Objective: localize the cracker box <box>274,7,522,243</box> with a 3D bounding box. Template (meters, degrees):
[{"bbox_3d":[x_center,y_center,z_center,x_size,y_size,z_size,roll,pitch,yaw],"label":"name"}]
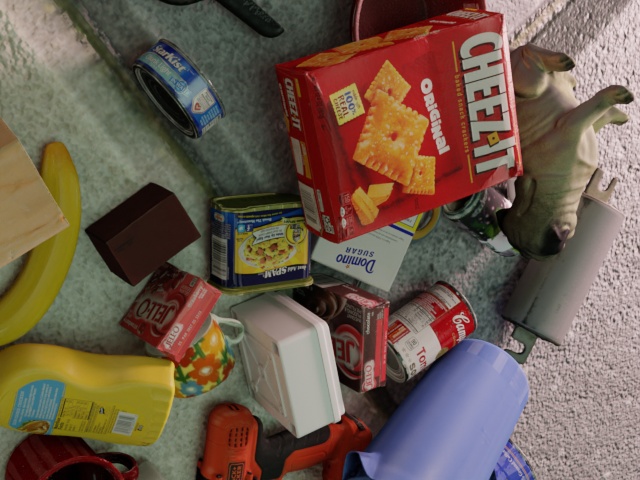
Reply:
[{"bbox_3d":[0.078,-0.109,0.987,0.213,0.072,0.164,-20,114,-21],"label":"cracker box"}]

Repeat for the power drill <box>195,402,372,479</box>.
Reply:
[{"bbox_3d":[-0.041,0.254,1.105,0.187,0.057,0.184,0,105,-33],"label":"power drill"}]

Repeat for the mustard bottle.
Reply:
[{"bbox_3d":[-0.229,0.131,0.926,0.191,0.058,0.096,10,135,-18],"label":"mustard bottle"}]

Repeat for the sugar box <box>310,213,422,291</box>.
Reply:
[{"bbox_3d":[0.059,-0.047,1.072,0.093,0.048,0.176,24,94,-16],"label":"sugar box"}]

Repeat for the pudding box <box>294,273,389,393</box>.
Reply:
[{"bbox_3d":[0.019,0.089,1.058,0.039,0.114,0.090,-9,109,-34],"label":"pudding box"}]

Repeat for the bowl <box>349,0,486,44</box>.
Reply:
[{"bbox_3d":[0.084,-0.212,1.040,0.161,0.055,0.162,-10,110,-30],"label":"bowl"}]

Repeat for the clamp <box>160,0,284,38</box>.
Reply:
[{"bbox_3d":[-0.096,-0.233,0.929,0.171,0.039,0.120,-10,105,-24],"label":"clamp"}]

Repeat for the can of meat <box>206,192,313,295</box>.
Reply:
[{"bbox_3d":[-0.057,0.001,1.017,0.101,0.058,0.084,-7,107,-31],"label":"can of meat"}]

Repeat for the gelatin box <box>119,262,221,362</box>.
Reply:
[{"bbox_3d":[-0.136,0.062,0.962,0.030,0.089,0.073,38,80,-32],"label":"gelatin box"}]

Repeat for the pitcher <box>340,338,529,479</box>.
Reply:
[{"bbox_3d":[0.130,0.224,1.116,0.242,0.145,0.149,-48,153,-40],"label":"pitcher"}]

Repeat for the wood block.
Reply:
[{"bbox_3d":[-0.312,-0.006,0.810,0.206,0.091,0.090,-33,129,-13],"label":"wood block"}]

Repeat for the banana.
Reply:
[{"bbox_3d":[-0.246,0.015,0.911,0.069,0.037,0.198,29,88,-36],"label":"banana"}]

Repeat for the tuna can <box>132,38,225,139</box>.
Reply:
[{"bbox_3d":[-0.122,-0.129,0.916,0.033,0.086,0.086,-42,123,-13],"label":"tuna can"}]

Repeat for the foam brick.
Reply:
[{"bbox_3d":[-0.158,-0.007,0.952,0.078,0.051,0.053,-37,120,-18],"label":"foam brick"}]

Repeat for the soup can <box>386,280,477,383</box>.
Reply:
[{"bbox_3d":[0.108,0.098,1.145,0.102,0.069,0.068,-33,120,-20],"label":"soup can"}]

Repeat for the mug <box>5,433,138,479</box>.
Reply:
[{"bbox_3d":[-0.222,0.217,0.962,0.117,0.082,0.093,-16,113,-28],"label":"mug"}]
